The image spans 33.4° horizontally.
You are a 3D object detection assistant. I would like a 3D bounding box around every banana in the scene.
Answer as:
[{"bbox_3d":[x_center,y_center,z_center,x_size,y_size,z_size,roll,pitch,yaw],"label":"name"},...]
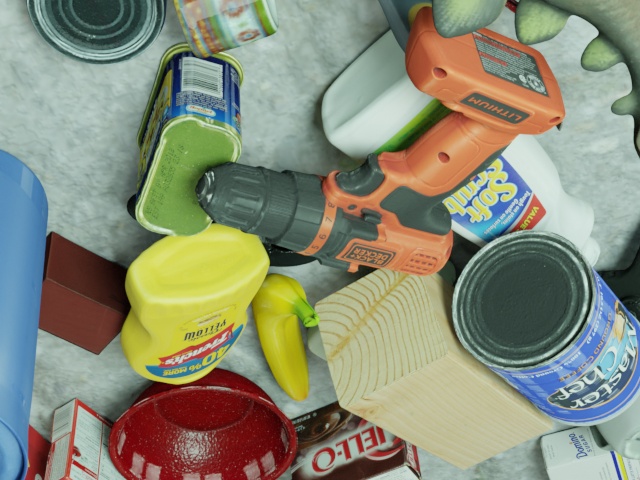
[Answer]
[{"bbox_3d":[-0.030,0.072,0.841,0.037,0.070,0.198,-18,158,-9],"label":"banana"}]

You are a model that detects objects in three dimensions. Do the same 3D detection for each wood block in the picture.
[{"bbox_3d":[0.093,0.101,0.834,0.091,0.090,0.205,-29,144,19],"label":"wood block"}]

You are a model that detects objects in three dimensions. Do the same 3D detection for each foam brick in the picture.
[{"bbox_3d":[-0.187,0.041,0.816,0.078,0.053,0.051,31,123,-28],"label":"foam brick"}]

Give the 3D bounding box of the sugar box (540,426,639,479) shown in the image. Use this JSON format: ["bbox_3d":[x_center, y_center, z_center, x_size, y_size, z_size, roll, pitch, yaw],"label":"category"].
[{"bbox_3d":[0.304,0.205,1.014,0.176,0.048,0.093,-14,132,13],"label":"sugar box"}]

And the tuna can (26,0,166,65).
[{"bbox_3d":[-0.137,-0.152,0.658,0.086,0.034,0.086,-3,132,-3],"label":"tuna can"}]

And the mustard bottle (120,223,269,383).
[{"bbox_3d":[-0.100,0.060,0.792,0.096,0.058,0.192,-21,158,-24],"label":"mustard bottle"}]

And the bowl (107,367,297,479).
[{"bbox_3d":[-0.102,0.160,0.929,0.162,0.055,0.162,-3,132,-3],"label":"bowl"}]

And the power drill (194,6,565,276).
[{"bbox_3d":[0.039,-0.053,0.648,0.184,0.057,0.188,12,140,-30],"label":"power drill"}]

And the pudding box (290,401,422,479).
[{"bbox_3d":[0.028,0.185,0.940,0.114,0.090,0.039,-25,130,17],"label":"pudding box"}]

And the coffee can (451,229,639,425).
[{"bbox_3d":[0.170,0.066,0.773,0.103,0.103,0.140,-28,144,19],"label":"coffee can"}]

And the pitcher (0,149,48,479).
[{"bbox_3d":[-0.242,0.056,0.695,0.144,0.243,0.149,30,123,-28],"label":"pitcher"}]

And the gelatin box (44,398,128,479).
[{"bbox_3d":[-0.201,0.194,0.927,0.030,0.089,0.073,-29,128,20],"label":"gelatin box"}]

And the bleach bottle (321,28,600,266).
[{"bbox_3d":[0.121,-0.049,0.757,0.250,0.068,0.103,32,124,-32],"label":"bleach bottle"}]

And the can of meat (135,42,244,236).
[{"bbox_3d":[-0.088,-0.065,0.708,0.057,0.084,0.102,13,129,-17],"label":"can of meat"}]
